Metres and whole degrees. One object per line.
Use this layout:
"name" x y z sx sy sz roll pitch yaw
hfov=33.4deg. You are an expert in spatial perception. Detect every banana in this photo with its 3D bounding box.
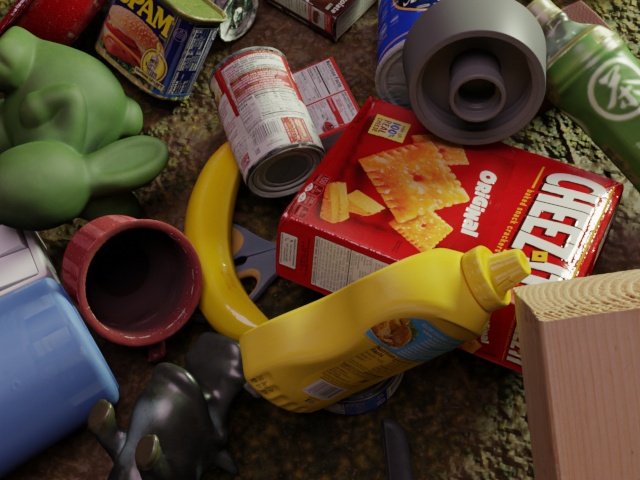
"banana" -0.072 0.008 0.827 0.069 0.037 0.198 -12 59 -10

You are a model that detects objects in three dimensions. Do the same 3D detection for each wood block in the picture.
"wood block" 0.182 0.131 0.661 0.091 0.090 0.206 -9 100 1

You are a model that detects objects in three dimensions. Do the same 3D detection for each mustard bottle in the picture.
"mustard bottle" 0.047 0.052 0.691 0.192 0.096 0.058 -27 56 25

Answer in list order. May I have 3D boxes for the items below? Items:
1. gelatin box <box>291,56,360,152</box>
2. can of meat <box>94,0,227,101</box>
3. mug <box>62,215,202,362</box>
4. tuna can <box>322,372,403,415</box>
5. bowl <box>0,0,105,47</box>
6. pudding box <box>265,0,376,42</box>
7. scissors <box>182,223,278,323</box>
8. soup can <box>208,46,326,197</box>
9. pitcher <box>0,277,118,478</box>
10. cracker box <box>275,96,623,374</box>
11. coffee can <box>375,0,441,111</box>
"gelatin box" -0.014 -0.106 0.903 0.089 0.030 0.073 -23 62 -3
"can of meat" -0.140 -0.181 0.920 0.102 0.084 0.057 41 30 24
"mug" -0.142 0.036 0.801 0.093 0.117 0.082 -24 18 -21
"tuna can" 0.021 0.086 0.794 0.086 0.034 0.086 -3 61 4
"bowl" -0.232 -0.205 0.936 0.055 0.162 0.162 38 65 -21
"pudding box" 0.013 -0.245 0.972 0.090 0.039 0.113 33 70 20
"scissors" -0.029 -0.001 0.857 0.201 0.016 0.096 -28 62 -10
"soup can" -0.042 -0.093 0.845 0.068 0.068 0.102 -20 62 -5
"pitcher" -0.276 0.117 0.750 0.242 0.149 0.145 -29 50 -14
"cracker box" 0.097 -0.011 0.794 0.214 0.072 0.164 21 47 17
"coffee can" 0.098 -0.180 0.883 0.103 0.103 0.140 0 54 5
